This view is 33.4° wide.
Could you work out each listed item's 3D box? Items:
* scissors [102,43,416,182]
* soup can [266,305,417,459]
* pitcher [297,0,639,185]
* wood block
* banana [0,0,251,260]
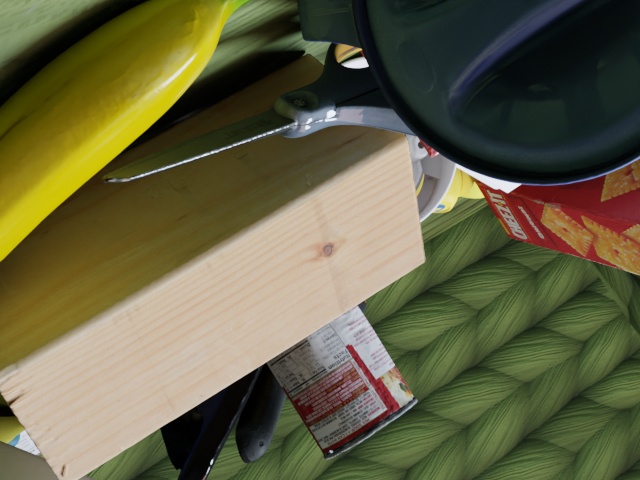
[{"bbox_3d":[0.011,-0.048,0.442,0.201,0.096,0.016,-43,152,-48],"label":"scissors"},{"bbox_3d":[0.004,0.075,0.663,0.068,0.102,0.068,-32,174,-4],"label":"soup can"},{"bbox_3d":[0.111,-0.112,0.456,0.145,0.149,0.242,-53,168,28],"label":"pitcher"},{"bbox_3d":[-0.062,0.010,0.508,0.206,0.090,0.091,-31,138,-16],"label":"wood block"},{"bbox_3d":[-0.099,-0.029,0.389,0.198,0.037,0.069,-35,172,26],"label":"banana"}]
